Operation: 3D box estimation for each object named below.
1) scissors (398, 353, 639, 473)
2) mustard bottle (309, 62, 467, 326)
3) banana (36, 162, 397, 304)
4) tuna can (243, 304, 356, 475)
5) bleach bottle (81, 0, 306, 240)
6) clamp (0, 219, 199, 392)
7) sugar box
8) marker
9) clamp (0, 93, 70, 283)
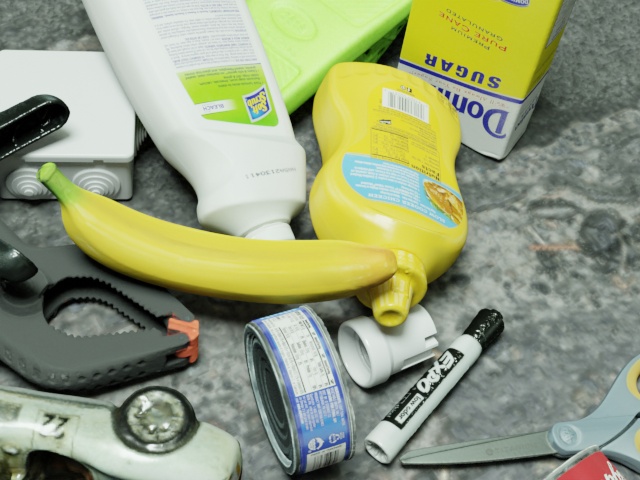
[{"bbox_3d":[0.147,0.098,0.615,0.201,0.016,0.096,8,53,-1],"label":"scissors"},{"bbox_3d":[0.041,-0.026,0.643,0.096,0.058,0.191,20,42,-17],"label":"mustard bottle"},{"bbox_3d":[-0.058,0.007,0.583,0.198,0.070,0.037,13,66,3],"label":"banana"},{"bbox_3d":[-0.012,0.080,0.566,0.033,0.086,0.086,-15,58,-15],"label":"tuna can"},{"bbox_3d":[-0.079,-0.097,0.653,0.102,0.068,0.251,-14,72,-27],"label":"bleach bottle"},{"bbox_3d":[-0.175,0.043,0.603,0.210,0.036,0.164,18,54,7],"label":"clamp"},{"bbox_3d":[0.104,-0.136,0.677,0.093,0.176,0.048,32,55,16],"label":"sugar box"},{"bbox_3d":[0.069,0.080,0.615,0.020,0.020,0.121,36,58,18],"label":"marker"},{"bbox_3d":[-0.224,-0.020,0.597,0.171,0.039,0.120,-11,51,6],"label":"clamp"}]
